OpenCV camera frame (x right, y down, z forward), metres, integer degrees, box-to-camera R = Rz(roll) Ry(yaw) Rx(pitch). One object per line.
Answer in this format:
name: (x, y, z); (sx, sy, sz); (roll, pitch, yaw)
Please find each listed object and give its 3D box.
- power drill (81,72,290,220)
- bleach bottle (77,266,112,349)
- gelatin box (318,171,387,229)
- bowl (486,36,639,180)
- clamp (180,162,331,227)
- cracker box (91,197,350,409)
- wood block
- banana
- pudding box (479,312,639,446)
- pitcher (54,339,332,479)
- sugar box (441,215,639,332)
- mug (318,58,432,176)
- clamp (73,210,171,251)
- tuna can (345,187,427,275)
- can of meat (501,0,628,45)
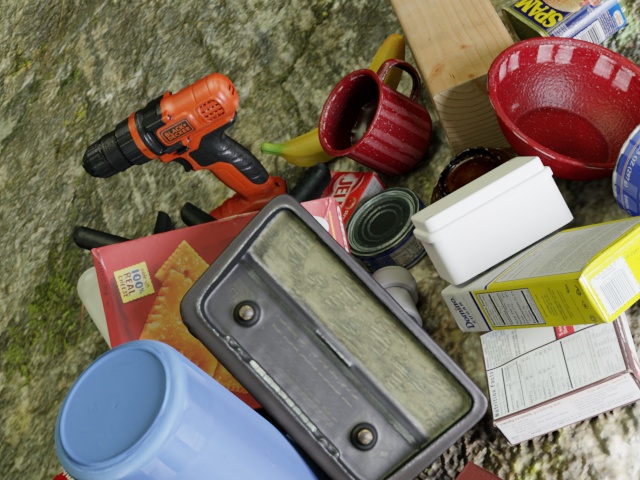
power drill: (-0.133, -0.072, 1.135); (0.185, 0.187, 0.057); (-25, 40, 19)
bleach bottle: (-0.203, 0.082, 1.113); (0.068, 0.102, 0.251); (-43, 36, -9)
gelatin box: (0.016, -0.030, 1.088); (0.073, 0.030, 0.089); (5, 57, 45)
bowl: (0.216, -0.104, 0.923); (0.162, 0.055, 0.162); (5, 50, -6)
clamp: (-0.057, 0.001, 1.040); (0.164, 0.036, 0.210); (-21, 36, 6)
cracker box: (-0.073, 0.065, 0.913); (0.214, 0.072, 0.164); (-12, 85, 5)
wood block: (0.142, -0.180, 1.064); (0.090, 0.090, 0.206); (-21, 39, 7)
banana: (0.029, -0.138, 1.148); (0.198, 0.069, 0.037); (-40, 48, 17)
pudding box: (0.180, 0.094, 0.807); (0.114, 0.039, 0.090); (-27, 38, 22)
pitcher: (-0.084, 0.185, 0.783); (0.145, 0.242, 0.149); (-40, 43, -1)
sugar box: (0.178, 0.028, 0.805); (0.093, 0.048, 0.176); (-33, 6, -25)
mug: (0.063, -0.125, 1.076); (0.093, 0.081, 0.117); (28, 94, 54)
clamp: (-0.202, 0.015, 1.196); (0.120, 0.039, 0.172); (-14, 29, -22)
tuna can: (0.066, -0.009, 1.019); (0.086, 0.033, 0.086); (-25, 40, 22)
can of meat: (0.243, -0.221, 1.056); (0.084, 0.057, 0.102); (-37, 37, 2)
